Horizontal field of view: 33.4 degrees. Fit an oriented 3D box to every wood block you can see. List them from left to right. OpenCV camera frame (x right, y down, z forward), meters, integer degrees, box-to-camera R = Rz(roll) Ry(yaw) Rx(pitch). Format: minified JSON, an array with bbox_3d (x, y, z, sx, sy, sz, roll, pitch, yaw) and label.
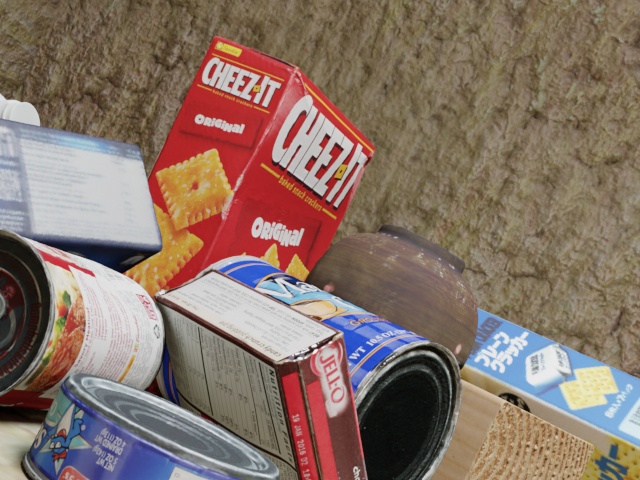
[{"bbox_3d":[0.067,0.130,0.720,0.090,0.090,0.206,28,-4,-33],"label":"wood block"}]

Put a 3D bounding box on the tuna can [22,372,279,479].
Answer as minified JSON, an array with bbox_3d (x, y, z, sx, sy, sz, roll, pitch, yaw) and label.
[{"bbox_3d":[-0.058,0.079,0.378,0.086,0.034,0.086,26,-3,1],"label":"tuna can"}]

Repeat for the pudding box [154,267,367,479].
[{"bbox_3d":[-0.027,0.071,0.479,0.039,0.090,0.114,-22,25,-31],"label":"pudding box"}]

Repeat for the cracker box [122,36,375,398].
[{"bbox_3d":[-0.055,0.001,0.698,0.072,0.213,0.164,24,-3,23],"label":"cracker box"}]

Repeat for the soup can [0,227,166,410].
[{"bbox_3d":[-0.116,0.037,0.447,0.069,0.068,0.102,24,-4,21],"label":"soup can"}]

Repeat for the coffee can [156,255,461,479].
[{"bbox_3d":[-0.009,0.078,0.589,0.141,0.103,0.102,23,-4,40],"label":"coffee can"}]
